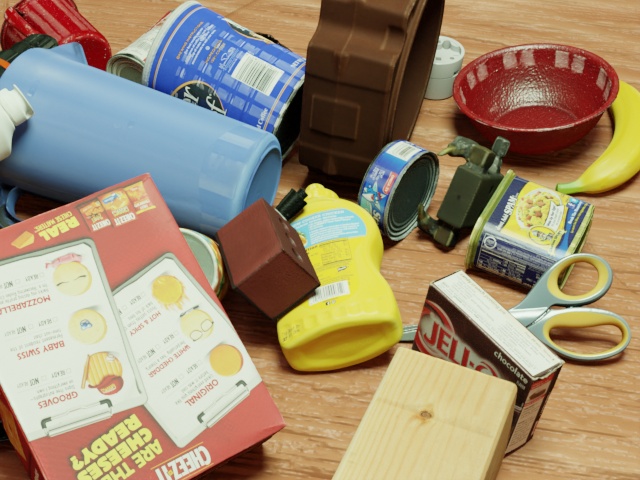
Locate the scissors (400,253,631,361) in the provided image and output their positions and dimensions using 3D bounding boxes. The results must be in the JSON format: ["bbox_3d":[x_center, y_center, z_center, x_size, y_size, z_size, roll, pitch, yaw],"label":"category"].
[{"bbox_3d":[0.152,0.049,0.867,0.202,0.016,0.096,9,82,6],"label":"scissors"}]

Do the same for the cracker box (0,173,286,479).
[{"bbox_3d":[-0.150,0.080,0.752,0.164,0.072,0.214,-25,77,-25],"label":"cracker box"}]

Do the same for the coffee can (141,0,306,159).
[{"bbox_3d":[-0.081,-0.148,1.001,0.140,0.103,0.102,29,47,10],"label":"coffee can"}]

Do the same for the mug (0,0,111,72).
[{"bbox_3d":[-0.274,-0.201,1.089,0.093,0.117,0.082,-48,60,3],"label":"mug"}]

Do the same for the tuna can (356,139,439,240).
[{"bbox_3d":[0.069,-0.045,0.947,0.034,0.086,0.086,27,48,26],"label":"tuna can"}]

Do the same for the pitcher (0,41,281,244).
[{"bbox_3d":[-0.167,-0.066,0.943,0.243,0.149,0.144,18,30,12],"label":"pitcher"}]

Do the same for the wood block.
[{"bbox_3d":[0.054,0.181,0.697,0.091,0.090,0.205,17,45,17],"label":"wood block"}]

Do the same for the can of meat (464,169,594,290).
[{"bbox_3d":[0.184,-0.005,0.930,0.084,0.057,0.102,22,47,17],"label":"can of meat"}]

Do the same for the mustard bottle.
[{"bbox_3d":[0.006,0.018,0.893,0.096,0.058,0.191,-18,42,7],"label":"mustard bottle"}]

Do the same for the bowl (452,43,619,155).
[{"bbox_3d":[0.213,-0.133,1.061,0.162,0.055,0.162,-7,39,5],"label":"bowl"}]

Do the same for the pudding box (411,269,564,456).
[{"bbox_3d":[0.120,0.090,0.796,0.039,0.090,0.114,-25,52,-32],"label":"pudding box"}]

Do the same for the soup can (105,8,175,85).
[{"bbox_3d":[-0.165,-0.187,1.106,0.069,0.068,0.102,22,46,20],"label":"soup can"}]

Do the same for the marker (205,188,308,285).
[{"bbox_3d":[-0.056,0.001,0.897,0.121,0.020,0.020,-45,54,-2],"label":"marker"}]

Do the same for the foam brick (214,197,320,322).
[{"bbox_3d":[-0.042,0.015,0.845,0.051,0.053,0.078,-39,37,10],"label":"foam brick"}]
